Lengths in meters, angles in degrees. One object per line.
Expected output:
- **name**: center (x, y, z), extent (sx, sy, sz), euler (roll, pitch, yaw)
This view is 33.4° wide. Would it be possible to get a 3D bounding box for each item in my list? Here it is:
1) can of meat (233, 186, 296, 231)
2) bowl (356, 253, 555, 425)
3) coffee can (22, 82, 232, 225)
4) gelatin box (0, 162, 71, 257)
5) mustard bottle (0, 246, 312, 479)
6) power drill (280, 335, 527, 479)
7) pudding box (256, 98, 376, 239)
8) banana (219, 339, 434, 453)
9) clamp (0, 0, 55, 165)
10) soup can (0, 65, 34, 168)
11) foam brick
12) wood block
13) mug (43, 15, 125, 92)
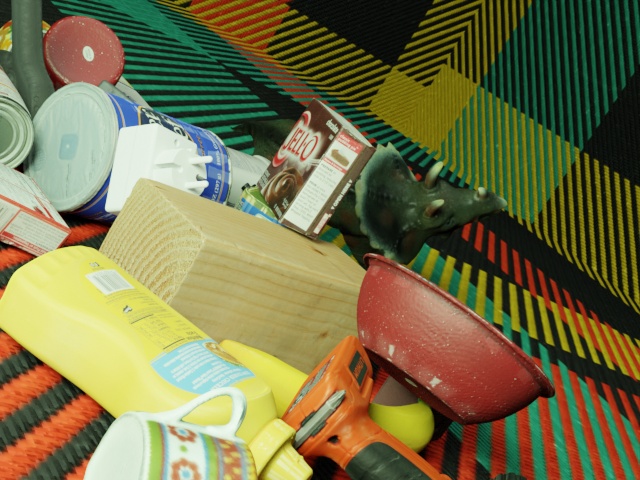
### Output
- **can of meat**: center (-0.056, 0.001, 0.927), extent (0.057, 0.084, 0.102), euler (34, 12, 6)
- **bowl**: center (0.080, 0.079, 0.738), extent (0.162, 0.055, 0.162), euler (37, -9, 6)
- **coffee can**: center (-0.156, -0.060, 0.876), extent (0.103, 0.103, 0.140), euler (40, 14, 35)
- **gelatin box**: center (-0.221, -0.029, 0.727), extent (0.073, 0.030, 0.089), euler (44, 7, 38)
- **mustard bottle**: center (-0.084, 0.078, 0.598), extent (0.192, 0.058, 0.096), euler (35, 13, 14)
- **power drill**: center (0.067, 0.144, 0.661), extent (0.187, 0.057, 0.184), euler (41, 13, 2)
- **pudding box**: center (-0.006, -0.059, 0.861), extent (0.039, 0.090, 0.113), euler (29, 10, -22)
- **banana**: center (0.015, 0.118, 0.744), extent (0.197, 0.037, 0.070), euler (21, 17, -35)
- **clamp**: center (-0.257, -0.130, 0.924), extent (0.039, 0.120, 0.171), euler (-2, 71, -24)
- **soup can**: center (-0.269, -0.101, 0.838), extent (0.068, 0.068, 0.102), euler (23, 15, -37)
- **foam brick**: center (0.088, 0.115, 0.850), extent (0.051, 0.078, 0.052), euler (40, 14, 24)
- **wood block**: center (-0.053, 0.036, 0.777), extent (0.205, 0.090, 0.091), euler (19, 16, -47)
- **mug**: center (-0.250, -0.163, 1.048), extent (0.093, 0.117, 0.082), euler (53, -30, -3)
